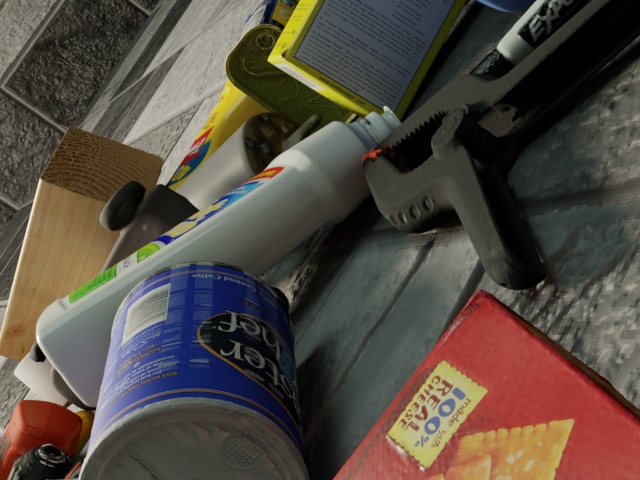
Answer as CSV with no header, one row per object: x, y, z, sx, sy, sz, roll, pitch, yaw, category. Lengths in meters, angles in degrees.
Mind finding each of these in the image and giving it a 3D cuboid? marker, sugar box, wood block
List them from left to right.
-0.216,0.016,0.955,0.090,0.090,0.206,-83,14,-54,wood block
0.049,-0.172,0.700,0.176,0.093,0.048,-61,20,-1,sugar box
0.124,-0.124,0.581,0.121,0.020,0.020,-47,20,20,marker

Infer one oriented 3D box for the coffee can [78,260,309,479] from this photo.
-0.060,0.086,0.530,0.103,0.102,0.140,-49,19,17,coffee can

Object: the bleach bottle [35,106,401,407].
-0.054,0.001,0.663,0.251,0.068,0.102,-36,9,-2,bleach bottle

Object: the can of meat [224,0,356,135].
-0.016,-0.135,0.811,0.058,0.102,0.084,-46,18,28,can of meat

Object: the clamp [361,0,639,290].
0.084,-0.056,0.530,0.164,0.036,0.210,-58,19,-9,clamp

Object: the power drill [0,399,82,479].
-0.204,0.185,0.728,0.187,0.057,0.184,-107,40,-70,power drill

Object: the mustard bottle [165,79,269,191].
-0.095,-0.065,0.946,0.191,0.058,0.096,-61,18,-18,mustard bottle
